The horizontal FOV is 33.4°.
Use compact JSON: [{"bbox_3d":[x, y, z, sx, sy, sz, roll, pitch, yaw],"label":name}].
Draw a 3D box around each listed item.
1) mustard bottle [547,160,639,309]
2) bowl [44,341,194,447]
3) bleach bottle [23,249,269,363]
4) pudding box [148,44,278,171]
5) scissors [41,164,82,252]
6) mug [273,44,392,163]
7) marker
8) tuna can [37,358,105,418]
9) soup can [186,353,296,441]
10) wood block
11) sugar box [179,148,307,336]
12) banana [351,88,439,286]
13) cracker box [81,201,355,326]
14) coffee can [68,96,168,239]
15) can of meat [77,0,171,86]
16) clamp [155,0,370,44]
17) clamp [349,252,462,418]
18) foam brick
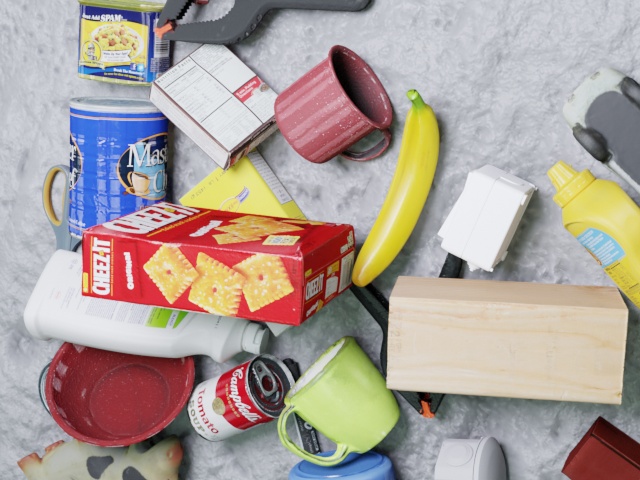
[{"bbox_3d":[0.271,0.005,0.944,0.058,0.096,0.192,-41,82,-5],"label":"mustard bottle"},{"bbox_3d":[-0.213,0.160,1.160,0.162,0.162,0.055,19,149,17],"label":"bowl"},{"bbox_3d":[-0.180,0.084,1.135,0.251,0.068,0.102,13,62,13],"label":"bleach bottle"},{"bbox_3d":[-0.101,-0.138,1.066,0.113,0.090,0.039,43,154,10],"label":"pudding box"},{"bbox_3d":[-0.273,0.014,1.205,0.096,0.016,0.202,1,101,22],"label":"scissors"},{"bbox_3d":[0.018,-0.120,1.031,0.082,0.093,0.117,-33,124,28],"label":"mug"},{"bbox_3d":[-0.021,0.184,1.135,0.020,0.020,0.121,-12,96,23],"label":"marker"},{"bbox_3d":[-0.282,0.170,1.229,0.086,0.033,0.086,4,102,21],"label":"tuna can"},{"bbox_3d":[-0.084,0.167,1.120,0.102,0.068,0.068,-28,89,38],"label":"soup can"},{"bbox_3d":[0.168,0.090,0.981,0.206,0.090,0.090,3,101,9],"label":"wood block"},{"bbox_3d":[-0.057,0.001,1.100,0.093,0.048,0.176,-38,84,23],"label":"sugar box"},{"bbox_3d":[0.076,-0.050,1.025,0.037,0.069,0.198,30,112,43],"label":"banana"},{"bbox_3d":[-0.090,0.016,1.002,0.214,0.164,0.072,7,103,18],"label":"cracker box"},{"bbox_3d":[-0.211,-0.076,1.115,0.103,0.102,0.140,8,103,20],"label":"coffee can"},{"bbox_3d":[-0.204,-0.208,1.112,0.102,0.057,0.084,10,105,19],"label":"can of meat"},{"bbox_3d":[-0.074,-0.264,1.041,0.210,0.036,0.164,-22,94,13],"label":"clamp"},{"bbox_3d":[0.084,0.091,1.065,0.120,0.039,0.171,0,96,22],"label":"clamp"},{"bbox_3d":[0.277,0.214,1.005,0.078,0.052,0.051,36,111,13],"label":"foam brick"}]
